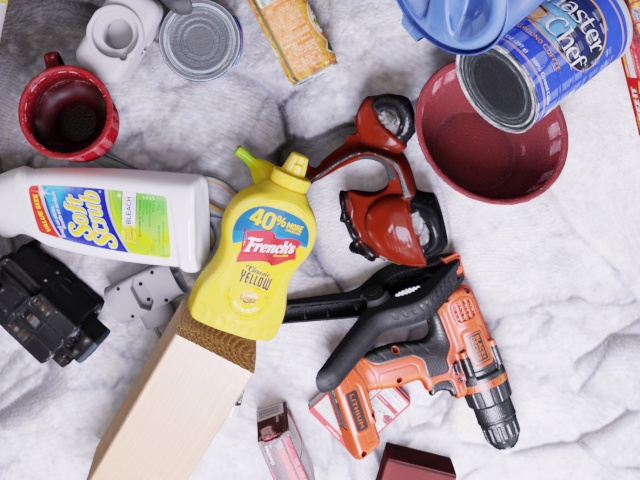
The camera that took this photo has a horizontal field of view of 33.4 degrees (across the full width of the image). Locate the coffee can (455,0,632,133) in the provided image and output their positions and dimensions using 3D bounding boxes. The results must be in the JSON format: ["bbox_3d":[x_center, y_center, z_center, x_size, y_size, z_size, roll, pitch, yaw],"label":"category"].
[{"bbox_3d":[0.215,-0.183,1.029,0.140,0.103,0.103,-37,98,-22],"label":"coffee can"}]

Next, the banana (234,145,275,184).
[{"bbox_3d":[-0.067,0.000,1.127,0.069,0.037,0.198,8,102,0],"label":"banana"}]

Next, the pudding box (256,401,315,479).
[{"bbox_3d":[-0.035,0.229,1.128,0.039,0.113,0.090,-21,99,1],"label":"pudding box"}]

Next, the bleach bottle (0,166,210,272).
[{"bbox_3d":[-0.243,-0.025,1.107,0.251,0.068,0.102,3,105,10],"label":"bleach bottle"}]

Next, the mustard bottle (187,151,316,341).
[{"bbox_3d":[-0.057,0.001,1.076,0.096,0.058,0.192,20,100,-18],"label":"mustard bottle"}]

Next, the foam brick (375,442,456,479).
[{"bbox_3d":[0.102,0.260,1.161,0.078,0.053,0.051,14,100,0],"label":"foam brick"}]

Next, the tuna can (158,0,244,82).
[{"bbox_3d":[-0.122,-0.205,1.094,0.086,0.033,0.086,0,100,1],"label":"tuna can"}]

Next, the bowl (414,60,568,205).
[{"bbox_3d":[0.165,-0.102,1.075,0.162,0.055,0.162,4,70,-12],"label":"bowl"}]

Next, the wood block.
[{"bbox_3d":[-0.155,0.179,1.115,0.090,0.090,0.206,28,108,-12],"label":"wood block"}]

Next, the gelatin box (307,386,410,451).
[{"bbox_3d":[0.042,0.177,1.159,0.089,0.030,0.073,-44,96,5],"label":"gelatin box"}]

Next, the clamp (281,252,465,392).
[{"bbox_3d":[0.057,0.074,1.092,0.210,0.165,0.036,-22,121,-4],"label":"clamp"}]

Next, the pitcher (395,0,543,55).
[{"bbox_3d":[0.180,-0.278,0.989,0.242,0.149,0.145,-38,131,-30],"label":"pitcher"}]

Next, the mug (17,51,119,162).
[{"bbox_3d":[-0.254,-0.134,1.081,0.093,0.081,0.117,-21,88,-2],"label":"mug"}]

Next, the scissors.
[{"bbox_3d":[-0.185,-0.044,1.133,0.201,0.016,0.096,12,100,-1],"label":"scissors"}]

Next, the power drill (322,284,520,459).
[{"bbox_3d":[0.107,0.160,1.119,0.187,0.057,0.184,-21,92,-14],"label":"power drill"}]
